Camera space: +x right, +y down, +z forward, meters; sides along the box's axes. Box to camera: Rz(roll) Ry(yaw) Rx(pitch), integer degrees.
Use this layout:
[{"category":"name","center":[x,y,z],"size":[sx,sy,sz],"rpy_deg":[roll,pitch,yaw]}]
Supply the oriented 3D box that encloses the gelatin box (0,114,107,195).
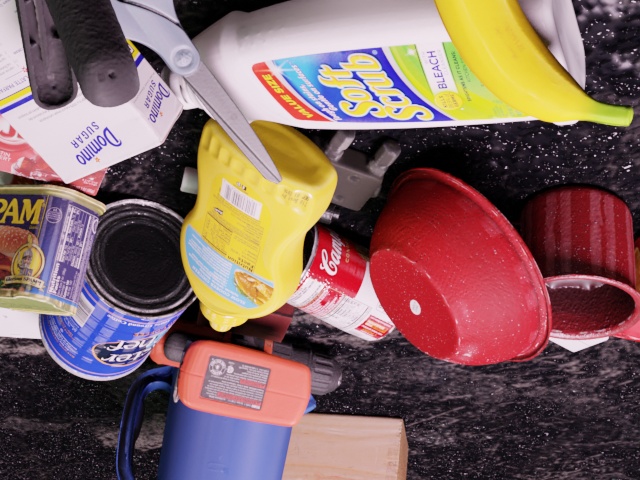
[{"category":"gelatin box","center":[-0.187,-0.075,0.739],"size":[0.089,0.030,0.073],"rpy_deg":[15,133,-19]}]

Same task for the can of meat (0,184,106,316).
[{"category":"can of meat","center":[-0.215,0.007,0.782],"size":[0.102,0.084,0.057],"rpy_deg":[2,164,32]}]

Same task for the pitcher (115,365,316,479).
[{"category":"pitcher","center":[-0.109,0.232,1.030],"size":[0.149,0.242,0.144],"rpy_deg":[-19,137,35]}]

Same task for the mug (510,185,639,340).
[{"category":"mug","center":[0.172,0.014,0.769],"size":[0.117,0.081,0.093],"rpy_deg":[3,148,8]}]

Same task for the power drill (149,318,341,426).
[{"category":"power drill","center":[-0.058,0.114,0.932],"size":[0.184,0.057,0.188],"rpy_deg":[12,179,-9]}]

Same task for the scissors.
[{"category":"scissors","center":[-0.099,-0.103,0.601],"size":[0.096,0.016,0.201],"rpy_deg":[-24,113,-7]}]

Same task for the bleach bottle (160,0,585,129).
[{"category":"bleach bottle","center":[0.022,-0.103,0.636],"size":[0.251,0.068,0.102],"rpy_deg":[-5,143,24]}]

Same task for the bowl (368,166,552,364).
[{"category":"bowl","center":[0.084,0.031,0.754],"size":[0.162,0.055,0.162],"rpy_deg":[42,153,28]}]

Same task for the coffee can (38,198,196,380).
[{"category":"coffee can","center":[-0.165,0.043,0.873],"size":[0.102,0.102,0.141],"rpy_deg":[19,146,-18]}]

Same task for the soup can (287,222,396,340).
[{"category":"soup can","center":[0.014,0.032,0.847],"size":[0.102,0.068,0.069],"rpy_deg":[27,144,-29]}]

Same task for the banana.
[{"category":"banana","center":[0.085,-0.135,0.520],"size":[0.070,0.037,0.198],"rpy_deg":[-22,108,18]}]

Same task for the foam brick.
[{"category":"foam brick","center":[-0.061,0.047,0.904],"size":[0.078,0.051,0.053],"rpy_deg":[13,149,-7]}]

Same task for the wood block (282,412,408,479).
[{"category":"wood block","center":[-0.012,0.247,1.177],"size":[0.206,0.090,0.091],"rpy_deg":[1,148,12]}]

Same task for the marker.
[{"category":"marker","center":[-0.044,-0.033,0.802],"size":[0.121,0.020,0.020],"rpy_deg":[12,148,-7]}]

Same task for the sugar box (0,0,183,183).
[{"category":"sugar box","center":[-0.172,-0.119,0.633],"size":[0.094,0.048,0.176],"rpy_deg":[-16,128,35]}]

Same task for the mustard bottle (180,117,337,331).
[{"category":"mustard bottle","center":[-0.055,0.001,0.770],"size":[0.096,0.058,0.192],"rpy_deg":[33,135,13]}]

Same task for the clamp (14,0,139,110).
[{"category":"clamp","center":[-0.129,-0.154,0.485],"size":[0.036,0.210,0.165],"rpy_deg":[-17,-161,-22]}]
